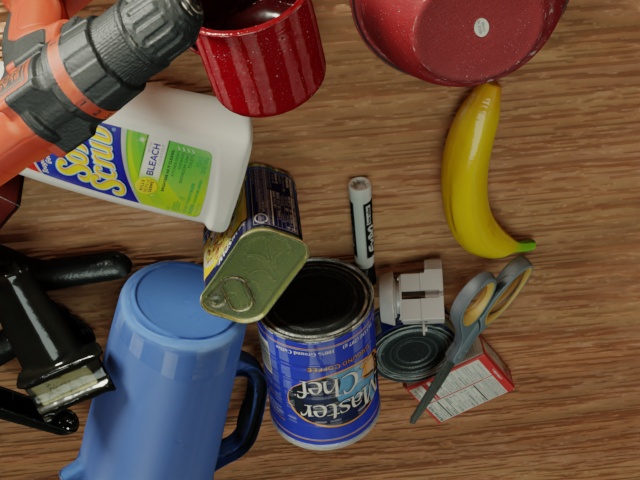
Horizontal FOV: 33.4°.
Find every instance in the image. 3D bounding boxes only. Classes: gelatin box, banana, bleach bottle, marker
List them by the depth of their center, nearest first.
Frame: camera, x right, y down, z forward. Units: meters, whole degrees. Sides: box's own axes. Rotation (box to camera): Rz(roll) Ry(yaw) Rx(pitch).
[{"bbox_3d":[-0.181,-0.076,0.778,0.250,0.068,0.103,10,132,-13],"label":"bleach bottle"},{"bbox_3d":[0.129,-0.044,0.870,0.069,0.037,0.197,-37,138,-13],"label":"banana"},{"bbox_3d":[0.036,-0.003,0.905,0.020,0.020,0.121,-7,135,-1],"label":"marker"},{"bbox_3d":[0.134,0.136,1.046,0.089,0.030,0.073,-28,133,19],"label":"gelatin box"}]

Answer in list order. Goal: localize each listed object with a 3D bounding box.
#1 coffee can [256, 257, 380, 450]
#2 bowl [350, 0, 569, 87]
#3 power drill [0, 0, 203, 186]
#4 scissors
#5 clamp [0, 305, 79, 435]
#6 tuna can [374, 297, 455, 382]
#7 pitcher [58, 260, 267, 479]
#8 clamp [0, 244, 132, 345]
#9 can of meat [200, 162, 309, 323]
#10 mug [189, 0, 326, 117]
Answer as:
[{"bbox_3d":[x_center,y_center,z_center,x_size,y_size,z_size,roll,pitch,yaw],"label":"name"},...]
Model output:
[{"bbox_3d":[-0.001,0.100,0.936,0.103,0.103,0.140,-7,130,-1],"label":"coffee can"},{"bbox_3d":[0.103,-0.162,0.736,0.162,0.055,0.162,-4,135,-4],"label":"bowl"},{"bbox_3d":[-0.145,-0.133,0.639,0.185,0.187,0.057,-28,130,21],"label":"power drill"},{"bbox_3d":[0.116,0.093,0.948,0.096,0.016,0.202,8,123,-55],"label":"scissors"},{"bbox_3d":[-0.310,0.128,0.925,0.210,0.036,0.164,-8,135,-6],"label":"clamp"},{"bbox_3d":[0.085,0.094,0.996,0.086,0.034,0.086,-4,134,-4],"label":"tuna can"},{"bbox_3d":[-0.130,0.137,0.954,0.145,0.149,0.243,26,129,9],"label":"pitcher"},{"bbox_3d":[-0.253,0.046,0.903,0.171,0.039,0.120,8,129,-14],"label":"clamp"},{"bbox_3d":[-0.056,0.001,0.852,0.057,0.084,0.102,19,129,-24],"label":"can of meat"},{"bbox_3d":[-0.053,-0.140,0.722,0.117,0.093,0.081,13,145,24],"label":"mug"}]
